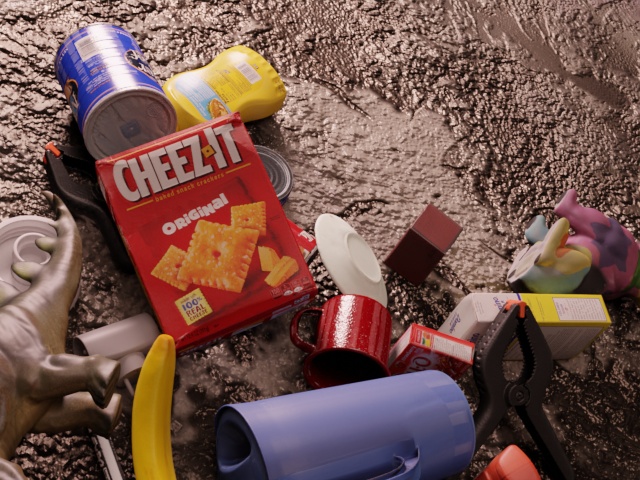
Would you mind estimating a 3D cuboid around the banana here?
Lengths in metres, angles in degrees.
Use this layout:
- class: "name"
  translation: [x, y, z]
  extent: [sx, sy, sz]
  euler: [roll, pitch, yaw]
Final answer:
- class: "banana"
  translation: [-0.150, 0.190, 1.010]
  extent: [0.037, 0.070, 0.198]
  euler: [21, 50, -51]

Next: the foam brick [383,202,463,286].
- class: "foam brick"
  translation: [0.121, 0.006, 1.252]
  extent: [0.053, 0.078, 0.051]
  euler: [38, 50, 3]

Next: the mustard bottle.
- class: "mustard bottle"
  translation: [-0.136, -0.163, 1.276]
  extent: [0.096, 0.058, 0.191]
  euler: [47, 52, 12]

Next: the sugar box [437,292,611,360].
- class: "sugar box"
  translation: [0.231, 0.099, 1.222]
  extent: [0.176, 0.093, 0.048]
  euler: [5, 54, -21]

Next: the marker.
- class: "marker"
  translation: [-0.206, 0.198, 1.015]
  extent: [0.020, 0.020, 0.121]
  euler: [-11, 62, -29]

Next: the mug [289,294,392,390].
- class: "mug"
  translation: [0.022, 0.107, 1.131]
  extent: [0.117, 0.093, 0.081]
  euler: [21, 46, -10]

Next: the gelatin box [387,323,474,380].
- class: "gelatin box"
  translation: [0.114, 0.131, 1.152]
  extent: [0.073, 0.089, 0.030]
  euler: [20, 53, -9]

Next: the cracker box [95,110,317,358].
- class: "cracker box"
  translation: [-0.119, -0.007, 1.107]
  extent: [0.164, 0.072, 0.214]
  euler: [-22, 79, -13]

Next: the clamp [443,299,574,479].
- class: "clamp"
  translation: [0.195, 0.170, 1.139]
  extent: [0.164, 0.036, 0.210]
  euler: [-4, 92, -22]

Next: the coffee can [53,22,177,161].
- class: "coffee can"
  translation: [-0.229, -0.162, 1.184]
  extent: [0.102, 0.103, 0.140]
  euler: [-6, 42, -27]

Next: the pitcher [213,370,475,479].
- class: "pitcher"
  translation: [0.031, 0.203, 1.025]
  extent: [0.242, 0.145, 0.149]
  euler: [-10, 57, -27]

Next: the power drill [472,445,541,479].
- class: "power drill"
  translation: [0.117, 0.255, 0.996]
  extent: [0.187, 0.185, 0.057]
  euler: [-15, 60, -32]

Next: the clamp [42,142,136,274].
- class: "clamp"
  translation: [-0.236, -0.039, 1.160]
  extent: [0.171, 0.039, 0.120]
  euler: [29, 47, -2]

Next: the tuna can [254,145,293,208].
- class: "tuna can"
  translation: [-0.075, -0.070, 1.251]
  extent: [0.086, 0.034, 0.086]
  euler: [11, 53, -16]
